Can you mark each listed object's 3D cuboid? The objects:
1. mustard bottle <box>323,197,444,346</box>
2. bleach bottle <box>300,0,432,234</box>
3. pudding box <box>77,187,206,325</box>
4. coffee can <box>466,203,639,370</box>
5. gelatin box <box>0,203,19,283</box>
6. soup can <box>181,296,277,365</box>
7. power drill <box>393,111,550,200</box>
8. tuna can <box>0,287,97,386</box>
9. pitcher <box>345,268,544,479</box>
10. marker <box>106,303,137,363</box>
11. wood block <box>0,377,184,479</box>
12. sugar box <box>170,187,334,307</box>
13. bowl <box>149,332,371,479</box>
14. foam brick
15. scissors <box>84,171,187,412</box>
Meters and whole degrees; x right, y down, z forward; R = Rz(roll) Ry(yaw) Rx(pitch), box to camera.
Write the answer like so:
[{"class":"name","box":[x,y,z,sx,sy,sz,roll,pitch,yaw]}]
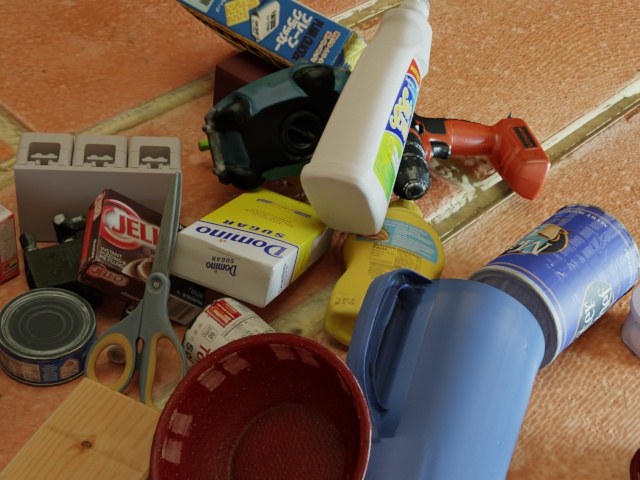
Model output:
[{"class":"mustard bottle","box":[0.067,0.023,1.001,0.096,0.058,0.191,16,42,1]},{"class":"bleach bottle","box":[0.056,-0.135,1.007,0.068,0.102,0.250,9,63,21]},{"class":"pudding box","box":[-0.155,0.015,0.948,0.113,0.039,0.090,29,39,-29]},{"class":"coffee can","box":[0.210,0.041,0.972,0.103,0.103,0.140,36,48,27]},{"class":"gelatin box","box":[-0.312,-0.013,0.967,0.089,0.073,0.030,33,46,26]},{"class":"soup can","box":[-0.058,0.101,0.888,0.068,0.068,0.102,-30,54,-35]},{"class":"power drill","box":[0.139,-0.091,1.107,0.187,0.057,0.184,9,35,-18]},{"class":"tuna can","box":[-0.232,0.081,0.907,0.086,0.034,0.086,5,42,-4]},{"class":"pitcher","box":[0.079,0.146,0.810,0.149,0.145,0.242,17,45,8]},{"class":"marker","box":[-0.165,0.059,0.952,0.020,0.020,0.121,10,42,1]},{"class":"wood block","box":[-0.184,0.206,0.735,0.091,0.090,0.205,22,44,16]},{"class":"sugar box","box":[-0.056,0.001,0.971,0.093,0.048,0.176,19,19,13]},{"class":"bowl","box":[-0.034,0.147,0.730,0.162,0.055,0.162,-10,62,19]},{"class":"foam brick","box":[-0.081,-0.157,1.161,0.051,0.078,0.052,31,44,23]},{"class":"scissors","box":[-0.153,0.047,0.888,0.096,0.016,0.202,-7,81,8]}]
